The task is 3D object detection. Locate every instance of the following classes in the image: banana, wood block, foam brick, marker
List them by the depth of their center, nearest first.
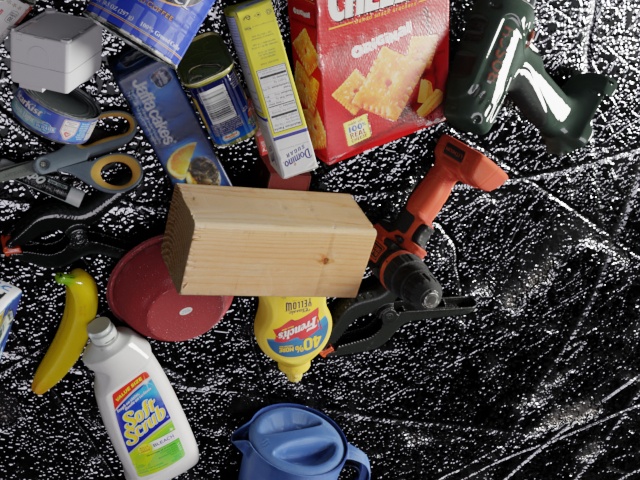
[{"bbox_3d":[-0.309,-0.067,1.131,0.121,0.020,0.020,23,112,-12],"label":"marker"},{"bbox_3d":[-0.057,0.002,1.158,0.205,0.090,0.091,3,121,-25],"label":"wood block"},{"bbox_3d":[-0.049,-0.054,1.219,0.051,0.053,0.078,4,118,-20],"label":"foam brick"},{"bbox_3d":[-0.293,0.098,1.233,0.069,0.037,0.198,-15,139,-38],"label":"banana"}]

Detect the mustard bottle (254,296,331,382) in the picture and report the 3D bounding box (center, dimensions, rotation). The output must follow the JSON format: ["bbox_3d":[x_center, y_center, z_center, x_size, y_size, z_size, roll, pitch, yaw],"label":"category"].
[{"bbox_3d":[-0.034,0.094,1.311,0.096,0.058,0.192,-11,124,-17],"label":"mustard bottle"}]

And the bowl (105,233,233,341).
[{"bbox_3d":[-0.163,0.066,1.236,0.162,0.055,0.162,-14,135,-15],"label":"bowl"}]

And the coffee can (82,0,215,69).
[{"bbox_3d":[-0.147,-0.250,1.016,0.102,0.103,0.140,30,91,-30],"label":"coffee can"}]

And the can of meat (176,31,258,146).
[{"bbox_3d":[-0.109,-0.156,1.109,0.057,0.102,0.084,-24,126,-3],"label":"can of meat"}]

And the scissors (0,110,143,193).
[{"bbox_3d":[-0.275,-0.066,1.121,0.201,0.016,0.096,-32,96,-14],"label":"scissors"}]

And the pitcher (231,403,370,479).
[{"bbox_3d":[-0.045,0.350,1.421,0.144,0.149,0.243,-20,135,-45],"label":"pitcher"}]

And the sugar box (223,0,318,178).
[{"bbox_3d":[-0.051,-0.159,1.101,0.048,0.093,0.176,-20,107,-5],"label":"sugar box"}]

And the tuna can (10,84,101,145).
[{"bbox_3d":[-0.268,-0.133,1.081,0.086,0.086,0.034,19,114,-27],"label":"tuna can"}]

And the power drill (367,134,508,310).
[{"bbox_3d":[0.129,-0.022,1.228,0.057,0.185,0.188,36,95,-32],"label":"power drill"}]

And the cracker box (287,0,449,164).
[{"bbox_3d":[0.055,-0.206,1.121,0.164,0.072,0.214,-22,129,-23],"label":"cracker box"}]

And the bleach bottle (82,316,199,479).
[{"bbox_3d":[-0.230,0.193,1.292,0.102,0.068,0.251,-24,129,-7],"label":"bleach bottle"}]

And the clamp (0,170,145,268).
[{"bbox_3d":[-0.264,-0.004,1.191,0.171,0.039,0.120,-18,121,-7],"label":"clamp"}]

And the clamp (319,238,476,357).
[{"bbox_3d":[0.082,0.076,1.347,0.210,0.036,0.164,-27,129,2],"label":"clamp"}]
